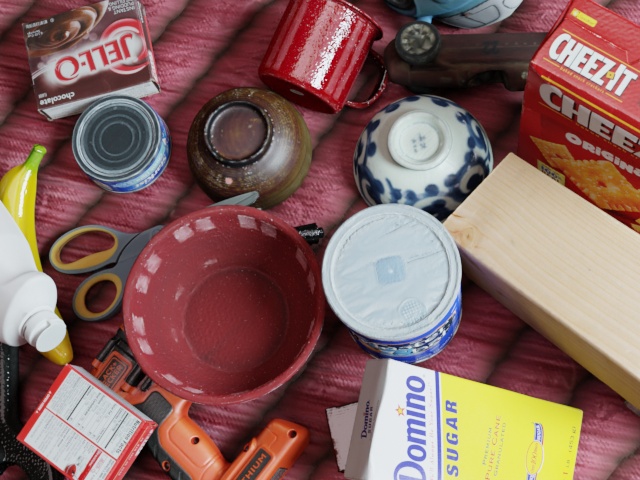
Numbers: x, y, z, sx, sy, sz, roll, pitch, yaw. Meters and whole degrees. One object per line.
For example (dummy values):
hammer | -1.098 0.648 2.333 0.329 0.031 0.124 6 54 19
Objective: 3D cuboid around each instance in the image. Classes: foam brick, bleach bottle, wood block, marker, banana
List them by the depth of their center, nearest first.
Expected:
wood block | 0.201 0.033 0.815 0.091 0.090 0.206 -47 52 -5
foam brick | 0.049 0.154 0.863 0.078 0.053 0.051 -15 74 6
bleach bottle | -0.297 0.000 0.912 0.251 0.067 0.103 40 110 28
marker | -0.056 0.001 0.917 0.121 0.020 0.020 -8 74 -12
banana | -0.258 0.018 0.941 0.070 0.037 0.198 -23 75 46

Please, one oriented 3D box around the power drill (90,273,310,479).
power drill | -0.102 0.134 0.890 0.188 0.057 0.184 35 87 18

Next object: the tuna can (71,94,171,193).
tuna can | -0.180 -0.088 0.968 0.086 0.033 0.086 -2 76 8

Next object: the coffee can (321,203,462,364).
coffee can | 0.060 0.039 0.844 0.103 0.140 0.103 -2 76 8

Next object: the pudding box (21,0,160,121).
pudding box | -0.212 -0.169 0.990 0.113 0.039 0.090 -15 75 5

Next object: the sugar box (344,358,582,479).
sugar box | 0.111 0.154 0.815 0.176 0.048 0.093 16 77 -22

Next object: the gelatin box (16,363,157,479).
gelatin box | -0.187 0.153 0.858 0.089 0.030 0.073 32 86 17

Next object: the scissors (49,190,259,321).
scissors | -0.145 0.017 0.931 0.202 0.016 0.096 -7 81 16

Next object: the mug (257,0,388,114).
mug | 0.006 -0.158 0.937 0.117 0.093 0.081 27 85 -23

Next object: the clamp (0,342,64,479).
clamp | -0.292 0.187 0.913 0.164 0.036 0.210 -32 74 -1

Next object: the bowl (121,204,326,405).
bowl | -0.073 0.056 0.850 0.162 0.055 0.162 -2 71 7

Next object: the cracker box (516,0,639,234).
cracker box | 0.236 -0.077 0.809 0.164 0.213 0.072 32 82 14
